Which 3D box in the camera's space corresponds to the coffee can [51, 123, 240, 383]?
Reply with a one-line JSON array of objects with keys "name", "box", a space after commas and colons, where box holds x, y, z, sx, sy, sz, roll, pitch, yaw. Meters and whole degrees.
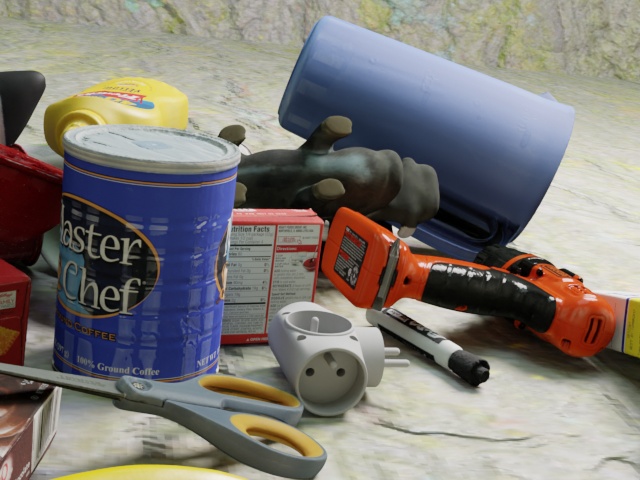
[{"name": "coffee can", "box": [-0.105, 0.009, 0.637, 0.103, 0.140, 0.103, 7, 16, -2]}]

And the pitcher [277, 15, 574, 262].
[{"name": "pitcher", "box": [0.086, -0.095, 0.939, 0.243, 0.145, 0.149, 23, 21, -1]}]

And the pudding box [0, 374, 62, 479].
[{"name": "pudding box", "box": [-0.179, 0.094, 0.492, 0.090, 0.039, 0.113, 8, 16, 3]}]

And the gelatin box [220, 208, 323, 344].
[{"name": "gelatin box", "box": [-0.040, 0.023, 0.711, 0.073, 0.089, 0.030, 0, 17, -25]}]

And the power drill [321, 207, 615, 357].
[{"name": "power drill", "box": [0.100, 0.024, 0.787, 0.187, 0.057, 0.184, 12, 9, -17]}]

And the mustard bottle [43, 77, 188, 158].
[{"name": "mustard bottle", "box": [-0.177, -0.098, 0.891, 0.096, 0.058, 0.191, 7, 16, 5]}]

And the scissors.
[{"name": "scissors", "box": [-0.076, 0.086, 0.526, 0.201, 0.016, 0.096, 11, 16, -44]}]

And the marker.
[{"name": "marker", "box": [0.072, 0.069, 0.727, 0.020, 0.020, 0.121, -3, 19, -33]}]

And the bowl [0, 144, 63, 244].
[{"name": "bowl", "box": [-0.227, -0.039, 0.681, 0.162, 0.055, 0.162, 22, 0, 0]}]
